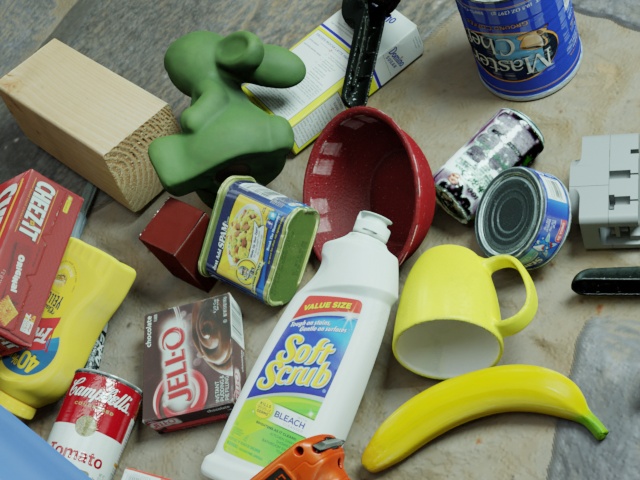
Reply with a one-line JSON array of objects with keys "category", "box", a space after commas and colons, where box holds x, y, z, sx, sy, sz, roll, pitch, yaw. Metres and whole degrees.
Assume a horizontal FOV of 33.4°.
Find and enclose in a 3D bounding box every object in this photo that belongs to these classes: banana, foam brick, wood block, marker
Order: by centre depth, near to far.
[{"category": "banana", "box": [0.125, 0.138, 0.856, 0.198, 0.037, 0.069, -12, 54, 16]}, {"category": "foam brick", "box": [-0.127, 0.004, 1.025, 0.051, 0.078, 0.053, 25, 71, 32]}, {"category": "marker", "box": [-0.220, 0.106, 1.035, 0.020, 0.020, 0.121, -6, 57, 19]}, {"category": "wood block", "box": [-0.244, -0.126, 1.146, 0.206, 0.090, 0.090, 31, 66, 35]}]

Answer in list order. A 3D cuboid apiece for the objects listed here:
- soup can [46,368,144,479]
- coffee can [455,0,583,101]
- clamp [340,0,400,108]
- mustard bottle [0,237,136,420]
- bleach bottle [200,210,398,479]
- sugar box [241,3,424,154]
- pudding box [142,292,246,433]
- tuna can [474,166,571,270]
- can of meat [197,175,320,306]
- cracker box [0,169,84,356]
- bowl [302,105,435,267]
[{"category": "soup can", "box": [-0.207, 0.174, 0.954, 0.069, 0.068, 0.102, 6, 62, 26]}, {"category": "coffee can", "box": [0.183, -0.213, 0.994, 0.103, 0.140, 0.103, -11, 55, 16]}, {"category": "clamp", "box": [0.063, -0.242, 1.032, 0.165, 0.036, 0.210, -52, 27, 33]}, {"category": "mustard bottle", "box": [-0.255, 0.095, 1.015, 0.096, 0.058, 0.191, 21, 79, 43]}, {"category": "bleach bottle", "box": [-0.005, 0.093, 0.887, 0.103, 0.068, 0.251, 17, 81, 28]}, {"category": "sugar box", "box": [0.012, -0.176, 1.104, 0.176, 0.048, 0.093, -37, 52, -7]}, {"category": "pudding box", "box": [-0.115, 0.112, 0.973, 0.090, 0.039, 0.113, -15, 54, 15]}, {"category": "tuna can", "box": [0.172, -0.019, 0.912, 0.086, 0.033, 0.086, -27, 56, 51]}, {"category": "can of meat", "box": [-0.056, 0.001, 0.991, 0.084, 0.057, 0.102, 25, 105, 30]}, {"category": "cracker box", "box": [-0.341, 0.037, 1.052, 0.214, 0.072, 0.164, -19, 49, 43]}, {"category": "bowl", "box": [0.053, -0.039, 0.961, 0.162, 0.055, 0.162, 3, 94, 52]}]
